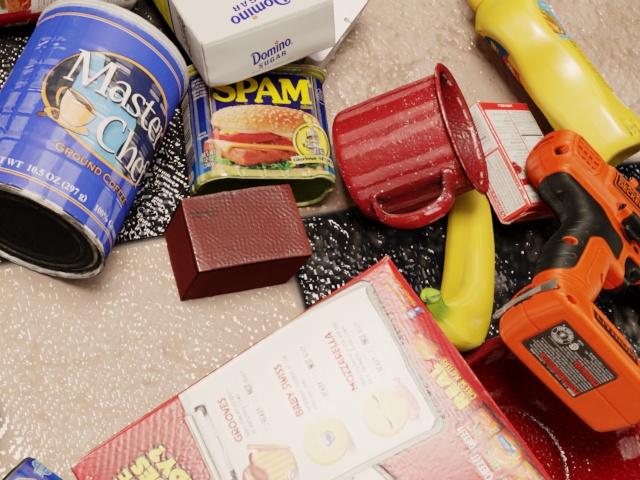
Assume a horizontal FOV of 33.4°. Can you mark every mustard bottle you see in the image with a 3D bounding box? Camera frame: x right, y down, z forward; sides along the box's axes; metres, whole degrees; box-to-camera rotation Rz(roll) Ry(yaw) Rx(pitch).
[{"bbox_3d":[0.171,-0.137,0.811,0.192,0.058,0.096,56,19,10],"label":"mustard bottle"}]

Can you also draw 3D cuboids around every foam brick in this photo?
[{"bbox_3d":[-0.055,0.001,0.691,0.078,0.051,0.053,-8,70,-23],"label":"foam brick"}]

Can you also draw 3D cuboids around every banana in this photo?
[{"bbox_3d":[0.097,0.021,0.710,0.037,0.069,0.197,1,25,12],"label":"banana"}]

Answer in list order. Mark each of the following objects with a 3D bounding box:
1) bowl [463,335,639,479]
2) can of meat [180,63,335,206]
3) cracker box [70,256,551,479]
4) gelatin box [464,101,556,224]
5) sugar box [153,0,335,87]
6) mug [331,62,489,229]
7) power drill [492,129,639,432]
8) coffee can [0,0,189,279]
[{"bbox_3d":[0.134,0.144,0.692,0.162,0.055,0.162,7,65,-16],"label":"bowl"},{"bbox_3d":[-0.043,-0.070,0.724,0.102,0.058,0.084,-1,70,-20],"label":"can of meat"},{"bbox_3d":[-0.003,0.137,0.603,0.213,0.072,0.164,-33,75,-9],"label":"cracker box"},{"bbox_3d":[0.142,-0.057,0.783,0.073,0.030,0.089,-8,69,-50],"label":"gelatin box"},{"bbox_3d":[-0.068,-0.180,0.725,0.093,0.048,0.176,-22,54,-13],"label":"sugar box"},{"bbox_3d":[0.060,-0.053,0.717,0.093,0.082,0.117,51,27,-44],"label":"mug"},{"bbox_3d":[0.193,0.035,0.704,0.184,0.057,0.187,43,39,-11],"label":"power drill"},{"bbox_3d":[-0.153,-0.062,0.655,0.102,0.103,0.140,24,62,-8],"label":"coffee can"}]
